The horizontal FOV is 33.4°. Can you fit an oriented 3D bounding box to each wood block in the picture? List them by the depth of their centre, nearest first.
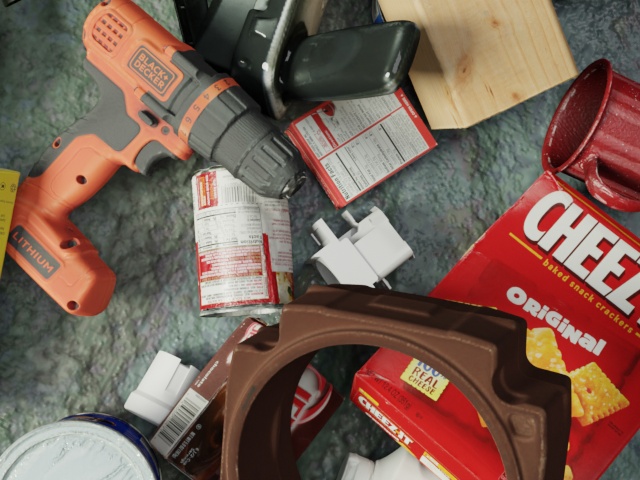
[{"bbox_3d":[0.087,-0.189,0.737,0.090,0.091,0.206,-25,99,-7],"label":"wood block"}]

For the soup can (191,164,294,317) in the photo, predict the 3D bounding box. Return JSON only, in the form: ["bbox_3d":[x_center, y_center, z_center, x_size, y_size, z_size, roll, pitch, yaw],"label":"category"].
[{"bbox_3d":[-0.055,0.001,0.754,0.068,0.068,0.102,-4,83,-8],"label":"soup can"}]

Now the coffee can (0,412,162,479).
[{"bbox_3d":[-0.153,0.164,0.684,0.102,0.140,0.103,1,83,-8],"label":"coffee can"}]

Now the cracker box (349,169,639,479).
[{"bbox_3d":[0.150,0.079,0.737,0.164,0.072,0.213,40,71,14],"label":"cracker box"}]

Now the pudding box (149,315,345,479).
[{"bbox_3d":[-0.049,0.122,0.736,0.113,0.039,0.090,-50,121,-10],"label":"pudding box"}]

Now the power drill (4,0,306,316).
[{"bbox_3d":[-0.124,-0.042,0.716,0.184,0.057,0.188,42,100,13],"label":"power drill"}]

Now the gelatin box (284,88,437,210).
[{"bbox_3d":[0.030,-0.076,0.794,0.089,0.030,0.073,-34,90,-10],"label":"gelatin box"}]

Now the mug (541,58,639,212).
[{"bbox_3d":[0.221,-0.067,0.782,0.081,0.093,0.117,23,46,-9],"label":"mug"}]
